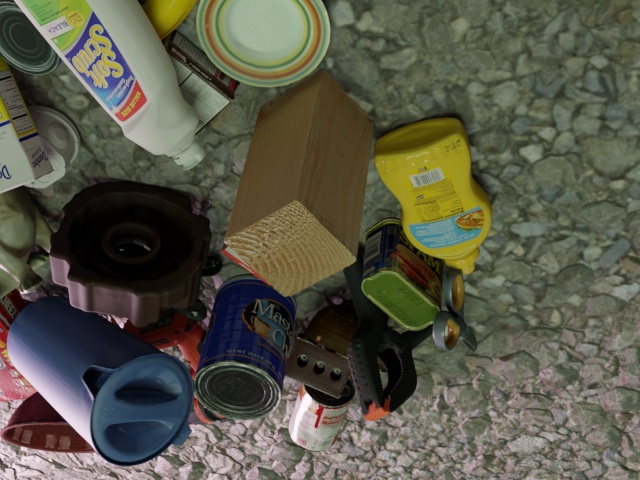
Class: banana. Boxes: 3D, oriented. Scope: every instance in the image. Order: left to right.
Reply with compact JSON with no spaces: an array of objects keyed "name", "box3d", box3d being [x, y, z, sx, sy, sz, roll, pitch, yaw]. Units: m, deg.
[{"name":"banana","box3d":[-0.162,-0.228,1.024,0.069,0.037,0.198,50,123,4]}]

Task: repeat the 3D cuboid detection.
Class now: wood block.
[{"name":"wood block","box3d":[-0.015,-0.059,1.035,0.091,0.206,0.090,-29,122,30]}]

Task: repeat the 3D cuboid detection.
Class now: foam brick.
[{"name":"foam brick","box3d":[-0.001,0.153,1.308,0.078,0.051,0.053,22,91,1]}]

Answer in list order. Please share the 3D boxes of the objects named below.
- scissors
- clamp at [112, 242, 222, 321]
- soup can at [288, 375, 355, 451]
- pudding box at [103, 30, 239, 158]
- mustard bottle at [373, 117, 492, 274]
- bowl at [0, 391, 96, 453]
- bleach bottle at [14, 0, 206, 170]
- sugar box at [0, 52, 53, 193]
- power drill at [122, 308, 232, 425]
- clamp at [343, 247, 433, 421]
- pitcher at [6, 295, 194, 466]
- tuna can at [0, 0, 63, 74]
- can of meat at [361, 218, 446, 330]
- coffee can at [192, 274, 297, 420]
[{"name":"scissors","box3d":[0.162,0.084,1.221,0.016,0.201,0.096,7,90,20]},{"name":"clamp","box3d":[-0.195,0.040,1.201,0.171,0.120,0.039,10,113,-10]},{"name":"soup can","box3d":[0.001,0.217,1.375,0.068,0.068,0.102,14,133,-4]},{"name":"pudding box","box3d":[-0.153,-0.147,1.091,0.090,0.039,0.114,37,129,-23]},{"name":"mustard bottle","box3d":[0.130,-0.037,1.132,0.096,0.058,0.191,-16,128,14]},{"name":"bowl","box3d":[-0.322,0.226,1.355,0.162,0.055,0.162,0,156,0]},{"name":"bleach bottle","box3d":[-0.185,-0.173,1.001,0.103,0.068,0.250,-17,121,35]},{"name":"sugar box","box3d":[-0.350,-0.134,1.085,0.093,0.048,0.176,-16,105,23]},{"name":"power drill","box3d":[-0.171,0.164,1.364,0.185,0.057,0.187,-21,127,25]},{"name":"clamp","box3d":[0.065,0.105,1.181,0.164,0.209,0.036,43,126,-18]},{"name":"pitcher","box3d":[-0.260,0.158,1.249,0.243,0.144,0.149,25,122,45]},{"name":"tuna can","box3d":[-0.284,-0.206,1.047,0.086,0.033,0.086,15,136,15]},{"name":"can of meat","box3d":[0.092,0.039,1.189,0.058,0.084,0.102,-33,119,32]},{"name":"coffee can","box3d":[-0.087,0.125,1.256,0.103,0.140,0.103,4,132,5]}]
